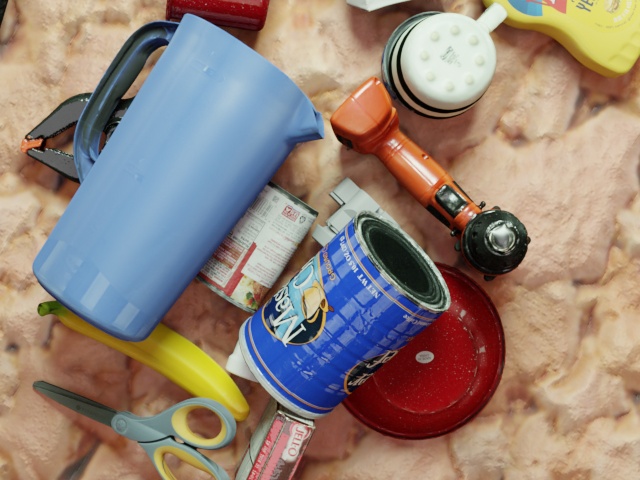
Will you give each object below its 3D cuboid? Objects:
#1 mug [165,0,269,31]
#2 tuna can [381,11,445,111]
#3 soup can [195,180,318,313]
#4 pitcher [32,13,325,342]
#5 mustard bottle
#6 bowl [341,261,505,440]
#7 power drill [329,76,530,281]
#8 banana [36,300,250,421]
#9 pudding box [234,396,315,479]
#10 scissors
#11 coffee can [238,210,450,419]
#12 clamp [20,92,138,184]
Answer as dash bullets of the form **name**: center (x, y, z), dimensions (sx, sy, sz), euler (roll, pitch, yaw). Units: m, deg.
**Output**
- **mug**: center (-0.079, -0.230, 0.878), dimensions (0.081, 0.093, 0.117), euler (8, 97, -7)
- **tuna can**: center (0.095, -0.151, 0.915), dimensions (0.086, 0.034, 0.086), euler (0, 93, -2)
- **soup can**: center (-0.056, 0.001, 0.903), dimensions (0.068, 0.068, 0.102), euler (33, 92, -3)
- **pitcher**: center (-0.125, -0.051, 0.844), dimensions (0.144, 0.149, 0.243), euler (35, 89, -26)
- **mustard bottle**: center (0.192, -0.221, 0.902), dimensions (0.191, 0.058, 0.096), euler (27, 91, -3)
- **bowl**: center (0.085, 0.099, 0.919), dimensions (0.162, 0.055, 0.162), euler (0, 93, -2)
- **power drill**: center (0.090, -0.045, 0.857), dimensions (0.057, 0.184, 0.188), euler (-43, 84, 0)
- **banana**: center (-0.147, 0.094, 0.907), dimensions (0.197, 0.069, 0.037), euler (28, 114, -12)
- **pudding box**: center (-0.039, 0.176, 0.890), dimensions (0.039, 0.113, 0.090), euler (26, 93, -5)
- **scissors**: center (-0.151, 0.143, 0.896), dimensions (0.202, 0.016, 0.096), euler (34, 108, 15)
- **coffee can**: center (0.018, 0.060, 0.848), dimensions (0.103, 0.102, 0.140), euler (44, 112, -4)
- **clamp**: center (-0.166, -0.099, 0.909), dimensions (0.171, 0.039, 0.120), euler (3, 87, -8)
